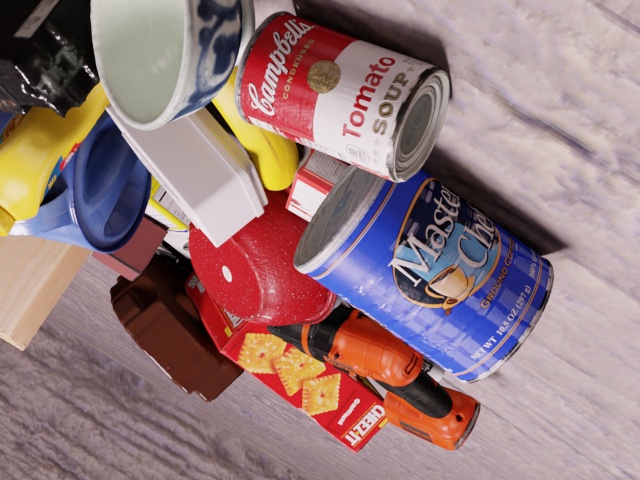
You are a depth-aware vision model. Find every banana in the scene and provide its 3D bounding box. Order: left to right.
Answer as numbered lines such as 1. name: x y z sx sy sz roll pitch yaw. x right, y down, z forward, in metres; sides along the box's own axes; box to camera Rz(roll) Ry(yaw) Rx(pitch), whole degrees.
1. banana: -0.049 -0.085 0.757 0.070 0.037 0.197 46 173 37

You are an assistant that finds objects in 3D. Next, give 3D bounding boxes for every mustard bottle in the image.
1. mustard bottle: -0.201 -0.075 0.769 0.058 0.191 0.096 37 163 -18

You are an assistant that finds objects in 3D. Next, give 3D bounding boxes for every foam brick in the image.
1. foam brick: -0.191 0.004 1.060 0.051 0.053 0.078 33 166 -9

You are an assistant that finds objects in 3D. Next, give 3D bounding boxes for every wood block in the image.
1. wood block: -0.304 0.003 1.147 0.090 0.206 0.091 30 163 5

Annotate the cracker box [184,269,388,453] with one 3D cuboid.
1. cracker box: -0.036 0.115 1.142 0.213 0.072 0.164 43 -177 -31

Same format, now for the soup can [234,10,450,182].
1. soup can: 0.012 -0.080 0.597 0.102 0.068 0.068 24 162 22

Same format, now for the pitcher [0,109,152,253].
1. pitcher: -0.279 -0.067 0.906 0.243 0.145 0.149 8 166 18

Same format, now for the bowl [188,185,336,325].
1. bowl: -0.061 0.014 0.901 0.162 0.055 0.162 31 139 31

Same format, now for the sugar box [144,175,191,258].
1. sugar box: -0.161 -0.042 1.051 0.176 0.048 0.094 38 163 -34

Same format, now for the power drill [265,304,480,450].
1. power drill: 0.051 0.121 0.993 0.185 0.057 0.187 18 163 47

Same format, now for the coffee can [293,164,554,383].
1. coffee can: 0.068 0.015 0.709 0.140 0.102 0.103 35 163 -12

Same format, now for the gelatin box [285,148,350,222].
1. gelatin box: 0.015 -0.030 0.802 0.073 0.030 0.089 30 163 2
